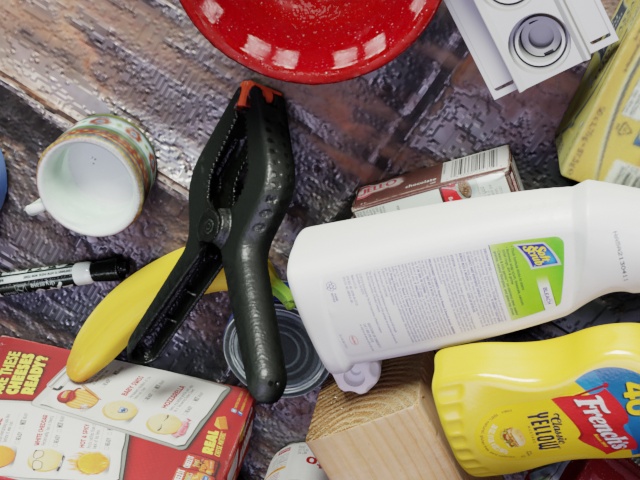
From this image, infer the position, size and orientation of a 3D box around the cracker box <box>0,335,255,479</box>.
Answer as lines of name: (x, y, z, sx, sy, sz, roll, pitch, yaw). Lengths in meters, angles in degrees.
cracker box: (-0.169, 0.159, 0.792, 0.214, 0.164, 0.072, 11, 116, 5)

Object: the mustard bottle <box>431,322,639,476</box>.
mustard bottle: (0.172, 0.096, 0.661, 0.192, 0.058, 0.096, -12, 124, 20)

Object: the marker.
marker: (-0.202, 0.028, 0.813, 0.121, 0.020, 0.020, -8, 115, 14)

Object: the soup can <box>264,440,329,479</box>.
soup can: (-0.016, 0.212, 0.825, 0.068, 0.102, 0.068, 4, 117, 8)

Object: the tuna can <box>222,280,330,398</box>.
tuna can: (-0.029, 0.074, 0.796, 0.086, 0.033, 0.086, 4, 117, 8)

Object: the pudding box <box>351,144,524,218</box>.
pudding box: (0.089, -0.005, 0.731, 0.114, 0.039, 0.090, -14, 116, 21)

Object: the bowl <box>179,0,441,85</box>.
bowl: (-0.005, -0.173, 0.601, 0.162, 0.055, 0.162, 5, 120, 8)

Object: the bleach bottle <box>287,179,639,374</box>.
bleach bottle: (0.111, 0.020, 0.670, 0.251, 0.068, 0.102, -10, 124, 21)

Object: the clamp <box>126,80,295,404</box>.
clamp: (-0.055, 0.001, 0.699, 0.036, 0.165, 0.210, 17, 90, -41)

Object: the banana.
banana: (-0.111, 0.044, 0.781, 0.198, 0.069, 0.037, -21, 148, 22)

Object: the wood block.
wood block: (0.082, 0.189, 0.802, 0.090, 0.090, 0.206, -23, 110, 20)
